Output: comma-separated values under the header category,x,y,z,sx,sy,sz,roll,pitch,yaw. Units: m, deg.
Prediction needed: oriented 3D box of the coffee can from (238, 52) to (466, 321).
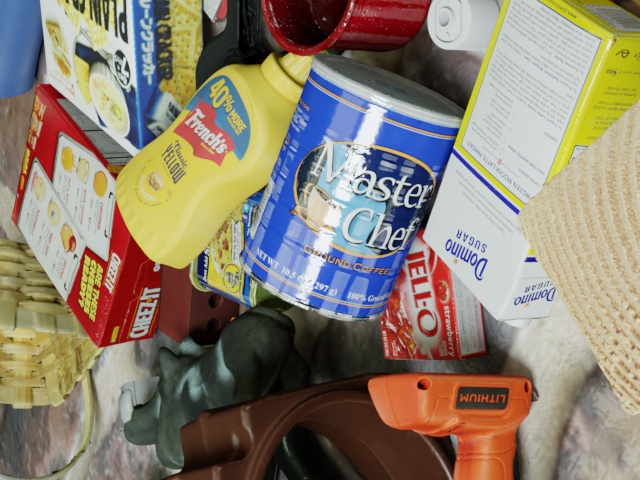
category,x,y,z,sx,sy,sz,roll,pitch,yaw
coffee can,0.019,-0.034,0.675,0.103,0.102,0.140,38,113,42

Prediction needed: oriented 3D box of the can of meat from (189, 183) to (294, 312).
category,x,y,z,sx,sy,sz,roll,pitch,yaw
can of meat,-0.056,0.001,0.847,0.084,0.057,0.102,20,110,46

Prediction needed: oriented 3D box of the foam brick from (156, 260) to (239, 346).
category,x,y,z,sx,sy,sz,roll,pitch,yaw
foam brick,-0.103,0.045,0.914,0.051,0.052,0.078,22,113,48

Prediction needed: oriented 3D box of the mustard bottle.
category,x,y,z,sx,sy,sz,roll,pitch,yaw
mustard bottle,-0.070,-0.073,0.793,0.192,0.058,0.096,-43,53,21

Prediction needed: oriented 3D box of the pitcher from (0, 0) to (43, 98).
category,x,y,z,sx,sy,sz,roll,pitch,yaw
pitcher,-0.336,-0.285,1.110,0.149,0.144,0.243,40,121,26

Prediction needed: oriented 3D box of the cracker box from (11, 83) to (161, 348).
category,x,y,z,sx,sy,sz,roll,pitch,yaw
cracker box,-0.215,-0.029,1.027,0.214,0.071,0.164,46,128,36

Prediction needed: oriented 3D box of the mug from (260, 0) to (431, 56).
category,x,y,z,sx,sy,sz,roll,pitch,yaw
mug,0.012,-0.168,0.718,0.117,0.081,0.093,2,96,47

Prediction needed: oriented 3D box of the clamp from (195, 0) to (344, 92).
category,x,y,z,sx,sy,sz,roll,pitch,yaw
clamp,-0.059,-0.150,0.832,0.172,0.039,0.120,-40,76,44

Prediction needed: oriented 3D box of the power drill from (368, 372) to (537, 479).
category,x,y,z,sx,sy,sz,roll,pitch,yaw
power drill,0.071,0.173,0.631,0.057,0.184,0.187,-12,76,50

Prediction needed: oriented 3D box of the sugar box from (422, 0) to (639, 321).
category,x,y,z,sx,sy,sz,roll,pitch,yaw
sugar box,0.120,-0.052,0.603,0.093,0.048,0.176,53,138,48

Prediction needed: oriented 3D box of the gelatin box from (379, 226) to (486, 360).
category,x,y,z,sx,sy,sz,roll,pitch,yaw
gelatin box,0.071,0.035,0.716,0.073,0.030,0.089,-7,90,51
